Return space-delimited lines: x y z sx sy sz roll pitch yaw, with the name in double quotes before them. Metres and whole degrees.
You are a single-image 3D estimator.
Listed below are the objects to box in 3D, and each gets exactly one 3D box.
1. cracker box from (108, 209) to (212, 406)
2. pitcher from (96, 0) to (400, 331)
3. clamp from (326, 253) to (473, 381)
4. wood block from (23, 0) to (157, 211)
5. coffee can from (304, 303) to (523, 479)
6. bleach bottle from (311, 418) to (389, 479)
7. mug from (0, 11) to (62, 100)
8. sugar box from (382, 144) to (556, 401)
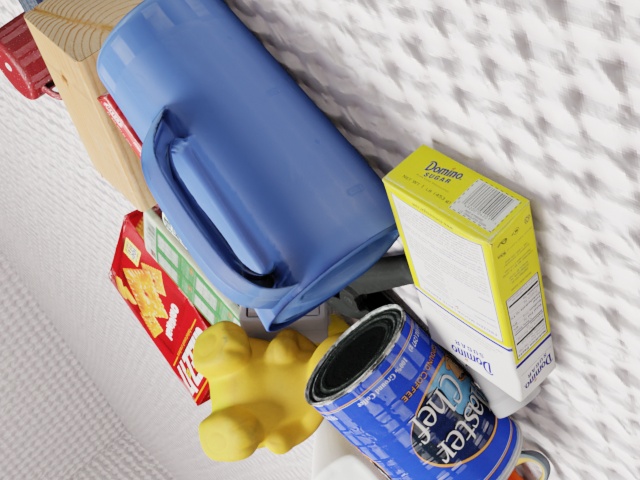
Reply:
"cracker box" -0.170 0.077 1.307 0.214 0.072 0.164 53 148 14
"pitcher" -0.058 -0.062 0.763 0.243 0.145 0.149 52 173 10
"clamp" 0.036 0.035 0.895 0.210 0.036 0.164 32 154 35
"wood block" -0.183 -0.135 0.990 0.091 0.090 0.206 40 159 30
"coffee can" 0.072 0.133 0.824 0.140 0.102 0.103 45 163 -13
"bleach bottle" 0.035 0.238 1.147 0.102 0.068 0.251 55 -177 -6
"mug" -0.290 -0.194 1.132 0.117 0.081 0.093 47 161 9
"sugar box" 0.104 0.025 0.715 0.093 0.048 0.176 35 160 38
